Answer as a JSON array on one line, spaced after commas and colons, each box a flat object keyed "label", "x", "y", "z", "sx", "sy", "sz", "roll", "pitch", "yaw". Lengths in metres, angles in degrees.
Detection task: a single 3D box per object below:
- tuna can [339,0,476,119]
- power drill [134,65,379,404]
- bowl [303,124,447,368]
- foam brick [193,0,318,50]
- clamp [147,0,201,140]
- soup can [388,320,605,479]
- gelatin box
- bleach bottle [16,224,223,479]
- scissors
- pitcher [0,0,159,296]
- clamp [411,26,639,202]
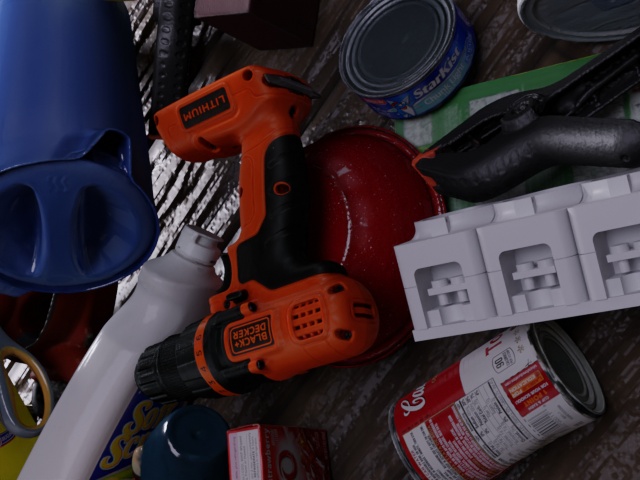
[{"label": "tuna can", "x": 0.056, "y": -0.121, "z": 0.686, "sx": 0.086, "sy": 0.033, "sz": 0.086, "roll": -19, "pitch": 55, "yaw": 29}, {"label": "power drill", "x": -0.054, "y": 0.001, "z": 0.661, "sx": 0.185, "sy": 0.057, "sz": 0.187, "roll": -19, "pitch": 73, "yaw": 34}, {"label": "bowl", "x": 0.002, "y": 0.000, "z": 0.686, "sx": 0.162, "sy": 0.055, "sz": 0.162, "roll": -8, "pitch": 78, "yaw": 41}, {"label": "foam brick", "x": -0.044, "y": -0.171, "z": 0.755, "sx": 0.051, "sy": 0.078, "sz": 0.053, "roll": 4, "pitch": 83, "yaw": 35}, {"label": "clamp", "x": -0.106, "y": -0.182, "z": 0.802, "sx": 0.164, "sy": 0.036, "sz": 0.210, "roll": -112, "pitch": 28, "yaw": -76}, {"label": "soup can", "x": 0.098, "y": 0.095, "z": 0.598, "sx": 0.102, "sy": 0.068, "sz": 0.068, "roll": -38, "pitch": 60, "yaw": 23}, {"label": "gelatin box", "x": -0.023, "y": 0.162, "z": 0.667, "sx": 0.030, "sy": 0.073, "sz": 0.089, "roll": -17, "pitch": 70, "yaw": 32}, {"label": "bleach bottle", "x": -0.136, "y": 0.106, "z": 0.745, "sx": 0.068, "sy": 0.102, "sz": 0.251, "roll": 29, "pitch": 98, "yaw": 34}, {"label": "scissors", "x": -0.262, "y": 0.060, "z": 0.773, "sx": 0.202, "sy": 0.096, "sz": 0.016, "roll": 57, "pitch": 143, "yaw": 16}, {"label": "pitcher", "x": -0.197, "y": -0.084, "z": 0.791, "sx": 0.149, "sy": 0.145, "sz": 0.243, "roll": -13, "pitch": 49, "yaw": 2}, {"label": "clamp", "x": 0.129, "y": -0.069, "z": 0.595, "sx": 0.172, "sy": 0.039, "sz": 0.120, "roll": -11, "pitch": 30, "yaw": 48}]
